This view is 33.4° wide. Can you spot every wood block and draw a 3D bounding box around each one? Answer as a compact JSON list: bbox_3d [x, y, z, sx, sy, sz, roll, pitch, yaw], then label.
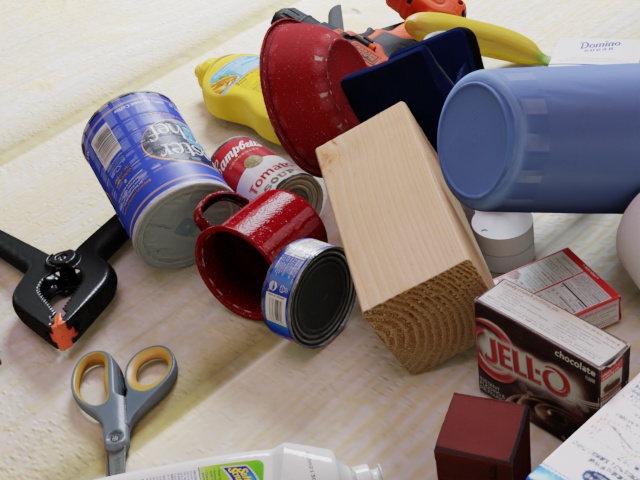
[{"bbox_3d":[0.071,-0.006,0.869,0.091,0.090,0.206,-29,40,12],"label":"wood block"}]

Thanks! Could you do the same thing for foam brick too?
[{"bbox_3d":[0.108,0.148,0.698,0.053,0.078,0.051,7,40,20],"label":"foam brick"}]

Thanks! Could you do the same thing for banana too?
[{"bbox_3d":[0.164,-0.220,1.147,0.197,0.037,0.070,6,9,-26],"label":"banana"}]

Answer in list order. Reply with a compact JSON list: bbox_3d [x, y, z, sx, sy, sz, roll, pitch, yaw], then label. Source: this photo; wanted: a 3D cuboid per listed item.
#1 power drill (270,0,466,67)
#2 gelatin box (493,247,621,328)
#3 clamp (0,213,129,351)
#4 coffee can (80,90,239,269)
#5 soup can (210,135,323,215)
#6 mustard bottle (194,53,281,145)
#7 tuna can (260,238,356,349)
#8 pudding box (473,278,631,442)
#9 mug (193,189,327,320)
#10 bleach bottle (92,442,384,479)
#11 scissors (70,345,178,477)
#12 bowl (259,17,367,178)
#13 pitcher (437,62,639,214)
[{"bbox_3d":[0.062,-0.234,1.194,0.184,0.057,0.187,36,55,14],"label":"power drill"},{"bbox_3d":[0.180,0.050,0.848,0.089,0.030,0.073,-22,39,-13],"label":"gelatin box"},{"bbox_3d":[-0.225,0.024,0.986,0.164,0.036,0.210,-18,33,-8],"label":"clamp"},{"bbox_3d":[-0.150,-0.057,0.992,0.102,0.103,0.140,-24,53,-16],"label":"coffee can"},{"bbox_3d":[-0.054,-0.050,1.013,0.068,0.068,0.102,-31,42,-25],"label":"soup can"},{"bbox_3d":[-0.074,-0.165,1.178,0.192,0.058,0.096,26,55,39],"label":"mustard bottle"},{"bbox_3d":[-0.009,0.042,0.863,0.034,0.086,0.086,18,46,37],"label":"tuna can"},{"bbox_3d":[0.161,0.089,0.750,0.039,0.090,0.114,-35,43,-29],"label":"pudding box"},{"bbox_3d":[-0.056,0.001,0.918,0.117,0.093,0.081,39,48,10],"label":"mug"},{"bbox_3d":[-0.078,0.194,0.700,0.250,0.068,0.102,-11,51,-6],"label":"bleach bottle"},{"bbox_3d":[-0.140,0.144,0.822,0.096,0.016,0.202,-21,38,-13],"label":"scissors"},{"bbox_3d":[0.008,-0.144,1.035,0.055,0.162,0.162,-13,32,31],"label":"bowl"},{"bbox_3d":[0.214,-0.082,0.869,0.242,0.149,0.145,-3,54,-29],"label":"pitcher"}]
